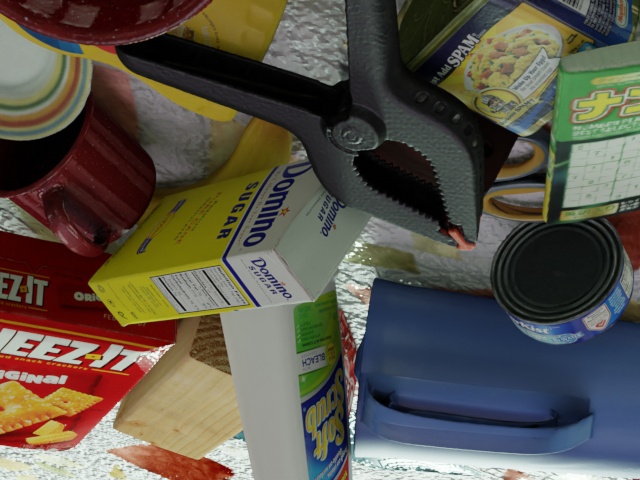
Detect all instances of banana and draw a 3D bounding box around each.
[{"bbox_3d":[-0.075,-0.037,0.724,0.198,0.037,0.069,-19,136,42],"label":"banana"}]

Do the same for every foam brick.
[{"bbox_3d":[0.065,-0.052,0.613,0.078,0.053,0.051,31,147,3],"label":"foam brick"}]

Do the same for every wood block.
[{"bbox_3d":[-0.095,0.109,0.909,0.090,0.090,0.206,24,147,-16],"label":"wood block"}]

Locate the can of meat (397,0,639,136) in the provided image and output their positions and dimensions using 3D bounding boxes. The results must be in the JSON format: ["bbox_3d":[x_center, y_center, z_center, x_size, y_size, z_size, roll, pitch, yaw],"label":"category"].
[{"bbox_3d":[0.095,-0.105,0.532,0.083,0.057,0.102,23,148,-18],"label":"can of meat"}]

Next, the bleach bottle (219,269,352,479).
[{"bbox_3d":[-0.013,0.142,0.775,0.068,0.251,0.102,-8,-178,30],"label":"bleach bottle"}]

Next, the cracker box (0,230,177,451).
[{"bbox_3d":[-0.221,0.082,0.779,0.164,0.072,0.214,13,144,-28],"label":"cracker box"}]

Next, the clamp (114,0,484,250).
[{"bbox_3d":[0.008,-0.065,0.536,0.165,0.036,0.209,-14,133,34],"label":"clamp"}]

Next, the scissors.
[{"bbox_3d":[0.069,-0.040,0.683,0.202,0.016,0.096,2,144,19],"label":"scissors"}]

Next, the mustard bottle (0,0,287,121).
[{"bbox_3d":[-0.117,-0.138,0.559,0.191,0.058,0.096,22,131,-10],"label":"mustard bottle"}]

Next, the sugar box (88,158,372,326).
[{"bbox_3d":[-0.054,0.000,0.642,0.177,0.093,0.048,-14,121,45],"label":"sugar box"}]

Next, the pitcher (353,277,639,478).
[{"bbox_3d":[0.144,0.109,0.770,0.243,0.149,0.145,6,148,7],"label":"pitcher"}]

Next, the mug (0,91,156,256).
[{"bbox_3d":[-0.158,-0.039,0.688,0.093,0.117,0.081,-30,139,12],"label":"mug"}]

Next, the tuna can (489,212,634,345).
[{"bbox_3d":[0.154,0.023,0.680,0.086,0.086,0.033,-6,145,30],"label":"tuna can"}]
